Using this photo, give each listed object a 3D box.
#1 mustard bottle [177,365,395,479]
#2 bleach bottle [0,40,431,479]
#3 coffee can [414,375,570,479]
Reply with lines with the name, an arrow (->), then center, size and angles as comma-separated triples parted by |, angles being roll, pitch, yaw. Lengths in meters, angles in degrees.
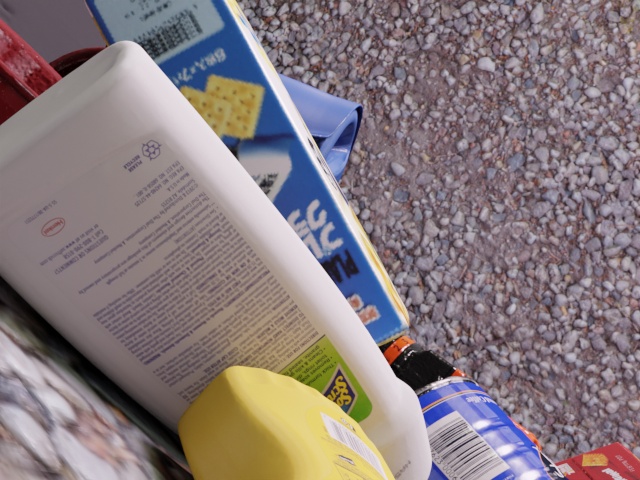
mustard bottle -> 0.012, 0.112, 0.333 | 0.096, 0.058, 0.192 | 44, 1, -24
bleach bottle -> -0.036, 0.047, 0.437 | 0.250, 0.102, 0.068 | 53, 3, -23
coffee can -> 0.086, 0.151, 0.525 | 0.140, 0.103, 0.102 | 46, 1, 34
